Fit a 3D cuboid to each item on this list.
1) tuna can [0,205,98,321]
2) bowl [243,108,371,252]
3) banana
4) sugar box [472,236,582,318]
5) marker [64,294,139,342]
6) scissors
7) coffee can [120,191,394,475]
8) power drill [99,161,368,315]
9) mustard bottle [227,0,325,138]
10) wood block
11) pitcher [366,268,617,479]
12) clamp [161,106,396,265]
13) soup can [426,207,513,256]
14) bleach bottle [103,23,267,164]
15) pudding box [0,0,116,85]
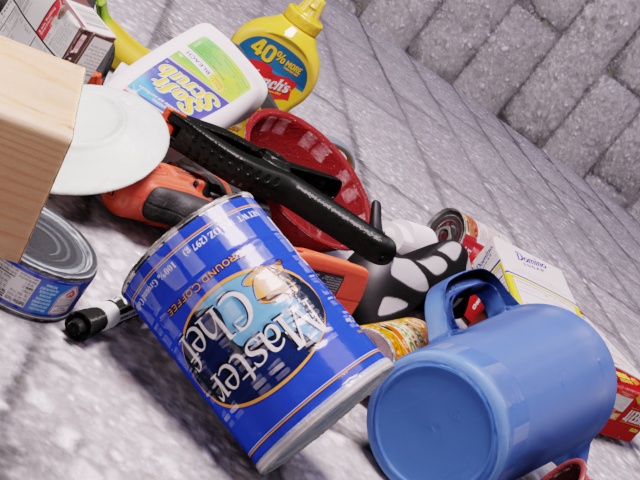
[{"bbox_3d":[-0.178,0.008,0.645,0.086,0.034,0.086,34,17,-12],"label":"tuna can"},{"bbox_3d":[-0.026,-0.045,1.013,0.162,0.055,0.162,34,35,-28],"label":"bowl"},{"bbox_3d":[-0.160,-0.180,1.121,0.197,0.070,0.037,26,60,-22],"label":"banana"},{"bbox_3d":[0.209,0.075,1.034,0.093,0.048,0.176,26,25,-19],"label":"sugar box"},{"bbox_3d":[-0.127,0.044,0.681,0.020,0.020,0.121,40,17,9],"label":"marker"},{"bbox_3d":[-0.022,-0.118,1.064,0.016,0.096,0.202,-112,-173,-55],"label":"scissors"},{"bbox_3d":[-0.038,0.056,0.650,0.140,0.103,0.102,50,19,12],"label":"coffee can"},{"bbox_3d":[-0.055,0.001,0.824,0.188,0.057,0.184,31,12,34],"label":"power drill"},{"bbox_3d":[-0.057,-0.165,1.073,0.096,0.192,0.058,34,17,-12],"label":"mustard bottle"},{"bbox_3d":[-0.242,-0.076,0.567,0.205,0.091,0.090,20,30,-19],"label":"wood block"},{"bbox_3d":[0.129,0.114,0.823,0.149,0.145,0.242,23,12,27],"label":"pitcher"},{"bbox_3d":[-0.037,-0.049,0.872,0.209,0.036,0.165,24,13,-32],"label":"clamp"},{"bbox_3d":[0.184,0.008,1.319,0.102,0.068,0.068,25,21,-37],"label":"soup can"},{"bbox_3d":[-0.136,-0.105,0.913,0.102,0.068,0.250,48,33,-8],"label":"bleach bottle"},{"bbox_3d":[-0.233,-0.171,0.909,0.039,0.090,0.114,13,30,-50],"label":"pudding box"}]
